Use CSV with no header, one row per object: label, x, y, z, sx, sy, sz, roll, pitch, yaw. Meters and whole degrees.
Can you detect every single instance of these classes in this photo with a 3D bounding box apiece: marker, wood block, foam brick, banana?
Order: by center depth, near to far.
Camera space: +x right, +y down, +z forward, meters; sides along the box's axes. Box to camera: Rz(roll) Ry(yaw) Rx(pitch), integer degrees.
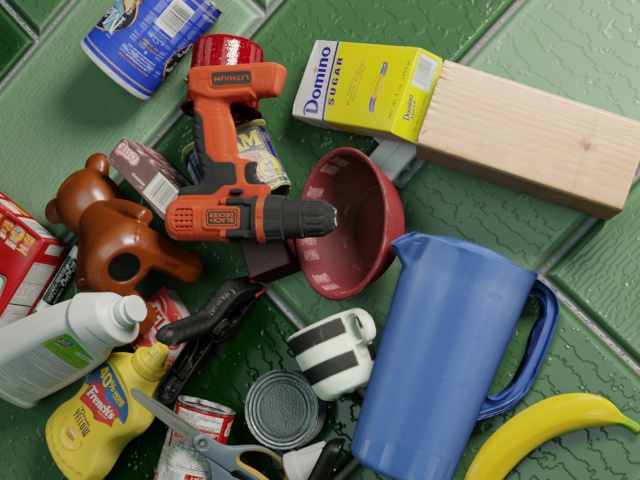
wood block,0.206,-0.098,1.061,0.206,0.090,0.091,19,88,7
banana,0.215,0.202,1.066,0.198,0.037,0.070,-29,73,14
foam brick,-0.058,0.001,1.187,0.051,0.053,0.078,-21,75,16
marker,-0.306,0.036,1.291,0.020,0.020,0.121,33,93,21

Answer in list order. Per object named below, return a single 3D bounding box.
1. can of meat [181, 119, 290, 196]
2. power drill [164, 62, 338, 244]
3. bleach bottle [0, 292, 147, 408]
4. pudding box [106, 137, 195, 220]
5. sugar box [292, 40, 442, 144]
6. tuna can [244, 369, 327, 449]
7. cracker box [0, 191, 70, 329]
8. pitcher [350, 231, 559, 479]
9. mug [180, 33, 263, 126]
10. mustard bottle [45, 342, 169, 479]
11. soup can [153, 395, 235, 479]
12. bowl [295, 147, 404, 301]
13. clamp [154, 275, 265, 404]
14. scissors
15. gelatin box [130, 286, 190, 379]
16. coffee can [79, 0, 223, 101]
can of meat,-0.093,-0.077,1.196,0.102,0.057,0.084,-21,76,-16
power drill,-0.073,-0.090,1.121,0.184,0.057,0.187,-1,86,8
bleach bottle,-0.278,0.115,1.182,0.251,0.102,0.068,-23,43,36
pudding box,-0.179,-0.064,1.222,0.113,0.090,0.039,45,100,19
sugar box,0.045,-0.161,1.138,0.177,0.048,0.093,17,87,49
tuna can,-0.037,0.184,1.162,0.086,0.033,0.086,-3,81,20
cracker box,-0.428,0.049,1.306,0.164,0.072,0.214,34,95,21
pitcher,0.127,0.122,1.071,0.149,0.144,0.243,20,93,33
mug,-0.115,-0.182,1.226,0.117,0.093,0.081,-12,69,55
mustard bottle,-0.231,0.183,1.198,0.192,0.058,0.096,-48,56,21
soup can,-0.140,0.229,1.175,0.069,0.068,0.102,15,87,21
bowl,0.040,-0.016,1.131,0.162,0.055,0.162,-8,80,55
clamp,-0.122,0.090,1.151,0.039,0.120,0.171,32,59,13
scissors,-0.127,0.235,1.134,0.201,0.016,0.096,24,90,-16
gelatin box,-0.181,0.109,1.228,0.073,0.030,0.089,-37,72,11
coffee can,-0.198,-0.249,1.250,0.140,0.102,0.103,-47,70,7
